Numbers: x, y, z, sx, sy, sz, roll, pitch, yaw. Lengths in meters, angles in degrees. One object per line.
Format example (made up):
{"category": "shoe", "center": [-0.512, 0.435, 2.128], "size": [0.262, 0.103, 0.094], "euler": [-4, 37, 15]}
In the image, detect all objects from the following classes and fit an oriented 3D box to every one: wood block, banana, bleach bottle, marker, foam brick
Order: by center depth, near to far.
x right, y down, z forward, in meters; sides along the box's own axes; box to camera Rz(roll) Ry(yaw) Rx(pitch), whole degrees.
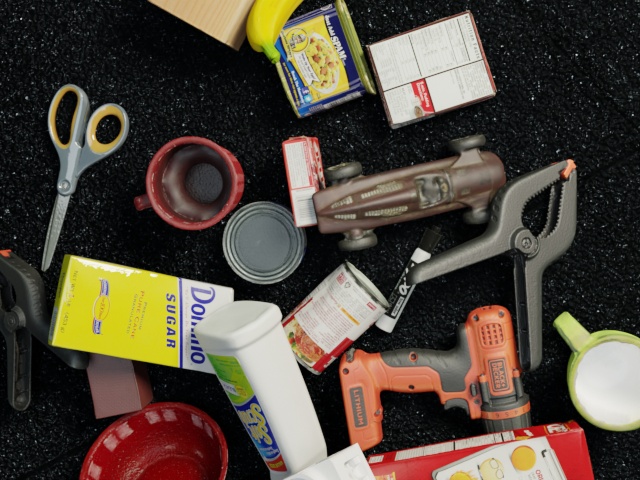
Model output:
{"category": "banana", "center": [-0.019, -0.248, 1.063], "size": [0.070, 0.037, 0.197], "euler": [25, 64, 20]}
{"category": "wood block", "center": [-0.079, -0.306, 1.068], "size": [0.091, 0.090, 0.206], "euler": [29, 97, 2]}
{"category": "bleach bottle", "center": [-0.039, 0.184, 1.085], "size": [0.068, 0.103, 0.251], "euler": [-33, 109, -29]}
{"category": "marker", "center": [0.093, 0.039, 1.110], "size": [0.020, 0.020, 0.121], "euler": [28, 97, 4]}
{"category": "foam brick", "center": [-0.215, 0.143, 1.138], "size": [0.053, 0.051, 0.078], "euler": [-10, 93, 6]}

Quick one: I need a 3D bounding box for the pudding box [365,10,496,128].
{"category": "pudding box", "center": [0.112, -0.172, 1.083], "size": [0.113, 0.039, 0.090], "euler": [-17, 92, 6]}

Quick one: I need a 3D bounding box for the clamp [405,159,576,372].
{"category": "clamp", "center": [0.185, 0.003, 1.053], "size": [0.164, 0.036, 0.210], "euler": [29, 78, -16]}

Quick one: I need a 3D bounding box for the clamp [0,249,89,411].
{"category": "clamp", "center": [-0.320, 0.094, 1.140], "size": [0.120, 0.039, 0.171], "euler": [-40, 69, 21]}

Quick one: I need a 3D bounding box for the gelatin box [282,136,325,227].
{"category": "gelatin box", "center": [-0.013, -0.061, 1.088], "size": [0.030, 0.073, 0.089], "euler": [-9, 93, 8]}

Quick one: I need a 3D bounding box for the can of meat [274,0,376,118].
{"category": "can of meat", "center": [0.000, -0.183, 1.085], "size": [0.084, 0.057, 0.102], "euler": [-20, 91, 10]}

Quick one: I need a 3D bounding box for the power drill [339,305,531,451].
{"category": "power drill", "center": [0.120, 0.169, 1.101], "size": [0.187, 0.057, 0.184], "euler": [-10, 93, 5]}

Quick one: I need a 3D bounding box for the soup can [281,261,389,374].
{"category": "soup can", "center": [0.012, 0.079, 1.099], "size": [0.102, 0.068, 0.068], "euler": [-44, 89, 7]}

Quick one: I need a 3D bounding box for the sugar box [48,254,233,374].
{"category": "sugar box", "center": [-0.181, 0.076, 1.090], "size": [0.176, 0.048, 0.093], "euler": [12, 87, -20]}

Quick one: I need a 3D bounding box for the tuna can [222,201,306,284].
{"category": "tuna can", "center": [-0.057, 0.001, 1.117], "size": [0.086, 0.033, 0.086], "euler": [1, 95, 7]}

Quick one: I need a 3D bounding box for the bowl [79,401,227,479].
{"category": "bowl", "center": [-0.167, 0.252, 1.115], "size": [0.162, 0.055, 0.162], "euler": [-8, 49, 10]}

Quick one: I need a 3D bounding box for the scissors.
{"category": "scissors", "center": [-0.253, -0.065, 1.144], "size": [0.096, 0.016, 0.202], "euler": [2, 95, 6]}

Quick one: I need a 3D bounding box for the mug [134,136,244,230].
{"category": "mug", "center": [-0.135, -0.055, 1.098], "size": [0.117, 0.081, 0.093], "euler": [-22, 92, 7]}

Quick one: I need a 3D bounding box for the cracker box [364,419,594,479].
{"category": "cracker box", "center": [0.163, 0.276, 1.043], "size": [0.214, 0.072, 0.164], "euler": [-12, 90, 7]}
